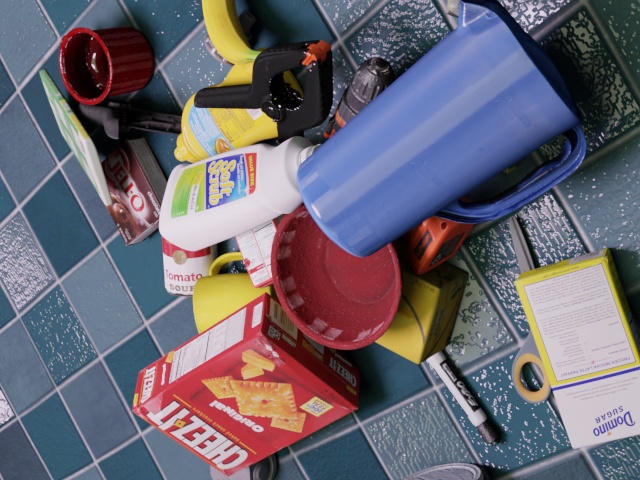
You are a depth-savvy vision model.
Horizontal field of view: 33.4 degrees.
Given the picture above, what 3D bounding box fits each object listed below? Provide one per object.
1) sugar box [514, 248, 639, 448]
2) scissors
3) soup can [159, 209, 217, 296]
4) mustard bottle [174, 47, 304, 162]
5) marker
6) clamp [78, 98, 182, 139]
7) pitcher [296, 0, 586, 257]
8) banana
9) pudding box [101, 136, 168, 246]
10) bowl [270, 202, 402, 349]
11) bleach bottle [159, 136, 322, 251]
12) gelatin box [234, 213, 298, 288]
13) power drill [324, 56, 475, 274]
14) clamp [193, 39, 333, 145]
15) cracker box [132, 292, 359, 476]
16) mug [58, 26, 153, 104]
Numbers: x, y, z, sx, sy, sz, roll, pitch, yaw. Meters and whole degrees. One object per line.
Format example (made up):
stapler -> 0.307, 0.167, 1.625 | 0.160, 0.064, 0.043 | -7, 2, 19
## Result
sugar box -> 0.262, 0.105, 1.033 | 0.093, 0.048, 0.176 | -18, 96, 23
scissors -> 0.211, 0.082, 1.092 | 0.096, 0.016, 0.202 | -33, 84, 35
soup can -> -0.162, 0.011, 1.321 | 0.069, 0.068, 0.102 | 12, 111, 34
mustard bottle -> -0.106, -0.138, 1.237 | 0.192, 0.058, 0.096 | -28, 98, 39
marker -> 0.156, 0.171, 1.161 | 0.020, 0.020, 0.121 | -42, 78, 38
clamp -> -0.237, -0.152, 1.322 | 0.172, 0.120, 0.039 | 30, 112, 52
pitcher -> 0.107, -0.085, 0.954 | 0.243, 0.144, 0.149 | -37, 68, 20
banana -> -0.101, -0.269, 1.176 | 0.070, 0.037, 0.198 | -20, 72, 23
pudding box -> -0.239, -0.063, 1.374 | 0.090, 0.039, 0.113 | -35, 82, 39
bowl -> 0.027, 0.028, 1.103 | 0.162, 0.055, 0.162 | 10, 108, 34
bleach bottle -> -0.075, -0.061, 1.130 | 0.251, 0.068, 0.102 | -18, 52, 48
gelatin box -> -0.058, 0.002, 1.189 | 0.073, 0.030, 0.089 | -27, 81, 47
power drill -> 0.079, -0.072, 1.082 | 0.188, 0.057, 0.185 | 52, 152, 20
clamp -> -0.036, -0.134, 1.114 | 0.164, 0.036, 0.210 | 48, 144, -6
cracker box -> -0.086, 0.174, 1.239 | 0.214, 0.072, 0.164 | -33, 121, 27
mug -> -0.270, -0.225, 1.319 | 0.117, 0.081, 0.093 | 32, 121, 25
